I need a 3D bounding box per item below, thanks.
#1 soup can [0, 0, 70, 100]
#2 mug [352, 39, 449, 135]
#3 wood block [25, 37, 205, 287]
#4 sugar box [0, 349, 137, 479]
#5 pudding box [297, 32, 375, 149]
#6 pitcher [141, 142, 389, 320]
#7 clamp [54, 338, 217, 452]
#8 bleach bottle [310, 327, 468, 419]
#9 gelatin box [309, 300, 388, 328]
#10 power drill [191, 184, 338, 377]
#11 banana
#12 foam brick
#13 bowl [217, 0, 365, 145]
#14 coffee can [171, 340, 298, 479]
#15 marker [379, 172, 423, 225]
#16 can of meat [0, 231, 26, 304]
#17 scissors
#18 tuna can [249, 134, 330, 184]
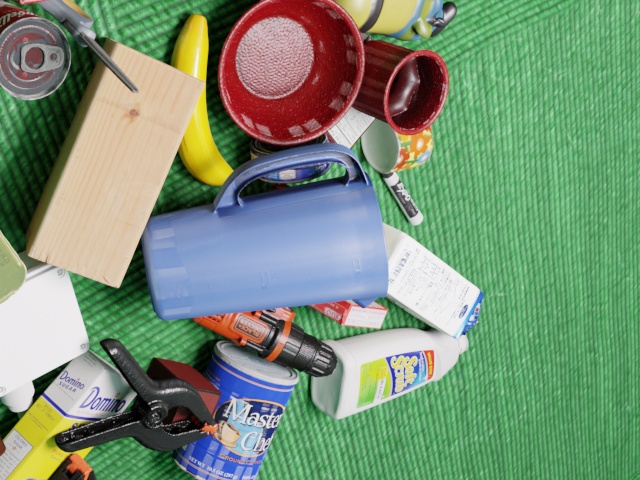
[{"bbox_3d":[-0.263,-0.164,0.897,0.068,0.102,0.068,-19,122,-34],"label":"soup can"},{"bbox_3d":[0.085,-0.165,1.158,0.117,0.082,0.093,22,95,-45],"label":"mug"},{"bbox_3d":[-0.193,-0.073,0.994,0.090,0.090,0.206,22,96,-20],"label":"wood block"},{"bbox_3d":[-0.270,0.199,1.095,0.176,0.048,0.093,-48,155,-8],"label":"sugar box"},{"bbox_3d":[0.031,-0.166,1.199,0.113,0.039,0.090,-49,134,-9],"label":"pudding box"},{"bbox_3d":[-0.057,0.001,1.089,0.242,0.149,0.145,-9,164,-6],"label":"pitcher"},{"bbox_3d":[-0.184,0.179,1.083,0.171,0.039,0.120,34,93,-37],"label":"clamp"},{"bbox_3d":[0.102,0.155,1.404,0.250,0.068,0.103,-13,119,-39],"label":"bleach bottle"},{"bbox_3d":[0.027,0.077,1.280,0.089,0.073,0.030,10,105,-55],"label":"gelatin box"},{"bbox_3d":[-0.031,0.045,1.195,0.184,0.057,0.187,27,87,-18],"label":"power drill"},{"bbox_3d":[-0.124,-0.129,1.087,0.069,0.037,0.198,-47,138,-40],"label":"banana"},{"bbox_3d":[-0.156,0.170,1.174,0.051,0.078,0.053,18,98,-42],"label":"foam brick"},{"bbox_3d":[-0.037,-0.183,1.104,0.161,0.055,0.162,-10,117,-21],"label":"bowl"},{"bbox_3d":[-0.098,0.199,1.221,0.102,0.103,0.140,16,100,-44],"label":"coffee can"},{"bbox_3d":[0.096,-0.062,1.320,0.020,0.020,0.121,-48,134,-13],"label":"marker"},{"bbox_3d":[-0.315,0.002,0.947,0.057,0.084,0.102,-41,132,-19],"label":"can of meat"},{"bbox_3d":[-0.195,-0.173,0.902,0.016,0.202,0.096,-49,159,8],"label":"scissors"},{"bbox_3d":[-0.033,-0.093,1.146,0.086,0.086,0.034,-23,122,-31],"label":"tuna can"}]
